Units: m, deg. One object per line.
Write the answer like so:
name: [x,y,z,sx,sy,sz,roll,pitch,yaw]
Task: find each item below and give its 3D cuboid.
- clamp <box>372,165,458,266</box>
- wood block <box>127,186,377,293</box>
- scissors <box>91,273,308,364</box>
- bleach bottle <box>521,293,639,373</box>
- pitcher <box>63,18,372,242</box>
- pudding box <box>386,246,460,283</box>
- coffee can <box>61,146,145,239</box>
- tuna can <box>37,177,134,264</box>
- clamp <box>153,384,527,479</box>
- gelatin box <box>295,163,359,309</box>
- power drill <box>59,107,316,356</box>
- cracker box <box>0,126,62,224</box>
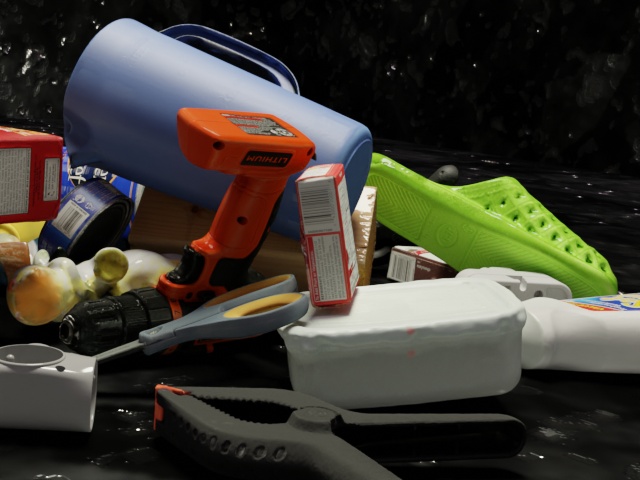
clamp: [0.090,-0.020,1.161,0.171,0.120,0.039,-22,47,1]
wood block: [-0.056,0.001,0.963,0.206,0.090,0.090,7,53,7]
scissors: [-0.092,0.064,0.688,0.201,0.016,0.096,-23,15,-29]
bleach bottle: [0.246,0.076,0.862,0.250,0.068,0.103,0,10,-19]
pitcher: [-0.079,-0.094,0.902,0.243,0.149,0.144,23,9,14]
pudding box: [0.140,0.033,1.131,0.089,0.039,0.114,0,13,-34]
coffee can: [-0.260,-0.055,1.247,0.140,0.103,0.102,6,10,9]
tuna can: [-0.199,-0.011,0.906,0.034,0.086,0.086,37,17,10]
clamp: [0.006,0.111,0.592,0.210,0.036,0.164,10,11,28]
gelatin box: [0.005,-0.004,0.734,0.030,0.089,0.073,-6,10,7]
power drill: [-0.090,-0.001,0.771,0.184,0.188,0.057,-5,34,-46]
cracker box: [-0.318,-0.047,0.756,0.164,0.072,0.213,11,12,36]
